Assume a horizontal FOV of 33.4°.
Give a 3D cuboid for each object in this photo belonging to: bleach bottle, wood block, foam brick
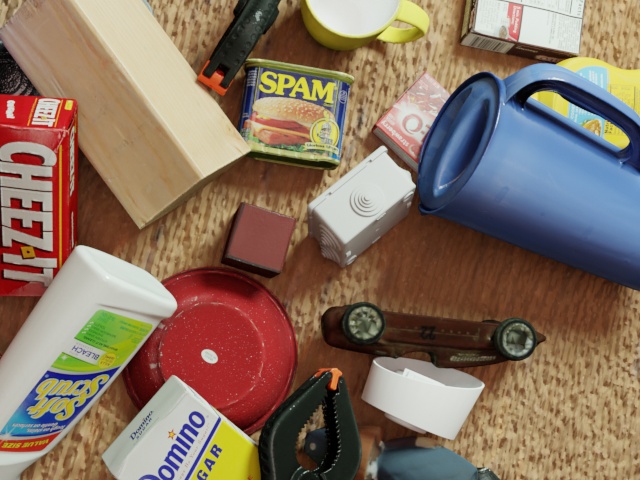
[{"bbox_3d":[-0.232,0.129,0.903,0.068,0.102,0.251,40,97,39],"label":"bleach bottle"},{"bbox_3d":[-0.169,-0.127,0.924,0.090,0.090,0.206,-35,92,30],"label":"wood block"},{"bbox_3d":[-0.056,0.001,0.950,0.051,0.078,0.053,17,84,-7],"label":"foam brick"}]

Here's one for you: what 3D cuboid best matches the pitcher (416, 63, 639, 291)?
[{"bbox_3d":[0.220,-0.050,0.947,0.242,0.149,0.145,22,85,-18],"label":"pitcher"}]

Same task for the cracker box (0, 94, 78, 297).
[{"bbox_3d":[-0.312,-0.038,0.882,0.213,0.072,0.164,3,121,-7],"label":"cracker box"}]

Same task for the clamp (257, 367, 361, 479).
[{"bbox_3d":[-0.025,0.207,0.886,0.164,0.036,0.210,14,77,-25],"label":"clamp"}]

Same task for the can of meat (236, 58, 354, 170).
[{"bbox_3d":[-0.026,-0.114,0.978,0.102,0.057,0.084,9,86,-6],"label":"can of meat"}]

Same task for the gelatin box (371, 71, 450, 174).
[{"bbox_3d":[0.105,-0.103,1.008,0.089,0.030,0.073,43,80,-1],"label":"gelatin box"}]

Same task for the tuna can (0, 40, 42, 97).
[{"bbox_3d":[-0.281,-0.143,0.956,0.086,0.034,0.086,1,84,-8],"label":"tuna can"}]

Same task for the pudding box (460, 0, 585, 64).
[{"bbox_3d":[0.198,-0.226,1.030,0.113,0.039,0.090,10,82,-9],"label":"pudding box"}]

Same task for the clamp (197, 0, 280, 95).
[{"bbox_3d":[-0.051,-0.209,0.939,0.039,0.120,0.171,27,70,-8],"label":"clamp"}]

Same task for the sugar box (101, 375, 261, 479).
[{"bbox_3d":[-0.089,0.204,0.906,0.093,0.048,0.176,-49,118,-6],"label":"sugar box"}]

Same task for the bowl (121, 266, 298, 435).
[{"bbox_3d":[-0.097,0.101,0.945,0.162,0.055,0.162,1,84,-7],"label":"bowl"}]
